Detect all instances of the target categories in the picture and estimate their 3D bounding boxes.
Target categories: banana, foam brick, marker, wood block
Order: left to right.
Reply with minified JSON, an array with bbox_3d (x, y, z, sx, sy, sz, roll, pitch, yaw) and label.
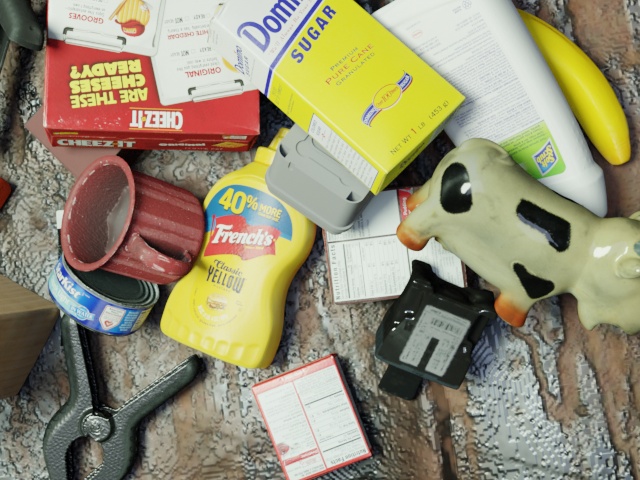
[{"bbox_3d":[-0.293,0.075,0.823,0.091,0.206,0.090,29,93,6],"label":"wood block"},{"bbox_3d":[-0.213,0.035,0.907,0.020,0.020,0.121,-2,89,7],"label":"marker"},{"bbox_3d":[-0.196,-0.086,0.891,0.078,0.053,0.051,44,94,6],"label":"foam brick"},{"bbox_3d":[0.174,-0.137,0.854,0.198,0.037,0.070,33,120,10],"label":"banana"}]

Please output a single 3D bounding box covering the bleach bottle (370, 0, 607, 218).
[{"bbox_3d":[0.142,-0.089,0.829,0.103,0.068,0.251,-25,100,32],"label":"bleach bottle"}]

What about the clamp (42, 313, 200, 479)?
[{"bbox_3d":[-0.172,0.148,0.890,0.120,0.039,0.171,15,100,5],"label":"clamp"}]

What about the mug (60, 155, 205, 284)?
[{"bbox_3d":[-0.140,-0.007,0.842,0.117,0.081,0.093,38,103,44],"label":"mug"}]

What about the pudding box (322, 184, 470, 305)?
[{"bbox_3d":[0.060,0.003,0.863,0.113,0.039,0.090,-7,89,9],"label":"pudding box"}]

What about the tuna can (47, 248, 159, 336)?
[{"bbox_3d":[-0.177,0.039,0.868,0.086,0.086,0.034,35,109,7],"label":"tuna can"}]

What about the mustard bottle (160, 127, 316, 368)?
[{"bbox_3d":[-0.056,0.001,0.867,0.096,0.058,0.191,20,91,21],"label":"mustard bottle"}]

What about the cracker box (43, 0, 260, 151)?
[{"bbox_3d":[-0.132,-0.181,0.846,0.164,0.072,0.214,1,81,-9],"label":"cracker box"}]

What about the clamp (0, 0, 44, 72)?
[{"bbox_3d":[-0.262,-0.178,0.870,0.165,0.036,0.210,-45,40,38],"label":"clamp"}]

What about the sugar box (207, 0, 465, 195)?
[{"bbox_3d":[0.010,-0.127,0.788,0.176,0.048,0.093,43,68,7],"label":"sugar box"}]

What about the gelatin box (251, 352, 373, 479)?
[{"bbox_3d":[-0.006,0.146,0.873,0.073,0.030,0.089,-22,86,5],"label":"gelatin box"}]
